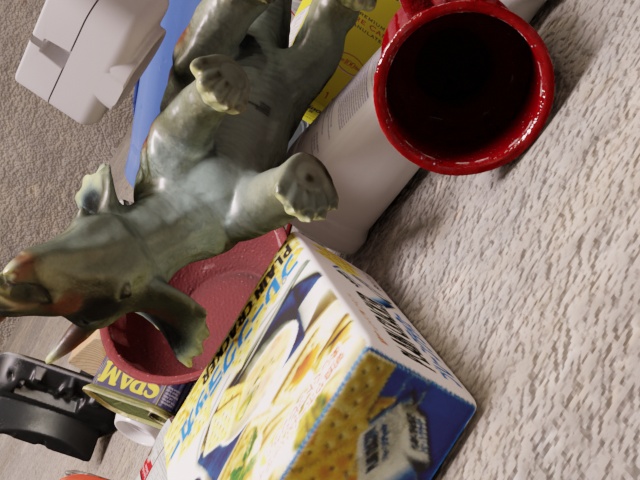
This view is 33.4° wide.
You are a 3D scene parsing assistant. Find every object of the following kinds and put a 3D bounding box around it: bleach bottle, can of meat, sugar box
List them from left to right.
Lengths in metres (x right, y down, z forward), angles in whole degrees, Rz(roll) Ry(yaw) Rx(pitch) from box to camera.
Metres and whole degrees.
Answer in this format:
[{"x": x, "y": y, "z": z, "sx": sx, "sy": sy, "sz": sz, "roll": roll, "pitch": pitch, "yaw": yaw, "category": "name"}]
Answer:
[{"x": -0.129, "y": 0.104, "z": 0.865, "sx": 0.102, "sy": 0.057, "sz": 0.084, "roll": 10, "pitch": 64, "yaw": 37, "category": "can of meat"}, {"x": 0.031, "y": -0.169, "z": 0.829, "sx": 0.048, "sy": 0.093, "sz": 0.176, "roll": -16, "pitch": 48, "yaw": 64, "category": "sugar box"}, {"x": 0.070, "y": -0.108, "z": 0.668, "sx": 0.251, "sy": 0.068, "sz": 0.102, "roll": -48, "pitch": 22, "yaw": 31, "category": "bleach bottle"}]

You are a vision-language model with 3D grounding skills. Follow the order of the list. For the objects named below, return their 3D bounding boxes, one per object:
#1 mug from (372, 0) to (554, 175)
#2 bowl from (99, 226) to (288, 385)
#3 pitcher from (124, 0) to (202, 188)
[{"x": 0.068, "y": -0.102, "z": 0.578, "sx": 0.093, "sy": 0.117, "sz": 0.081, "roll": -31, "pitch": 20, "yaw": 15, "category": "mug"}, {"x": -0.084, "y": 0.047, "z": 0.803, "sx": 0.162, "sy": 0.055, "sz": 0.162, "roll": -15, "pitch": 51, "yaw": 19, "category": "bowl"}, {"x": -0.108, "y": -0.163, "z": 0.976, "sx": 0.145, "sy": 0.149, "sz": 0.243, "roll": -75, "pitch": -3, "yaw": -62, "category": "pitcher"}]
